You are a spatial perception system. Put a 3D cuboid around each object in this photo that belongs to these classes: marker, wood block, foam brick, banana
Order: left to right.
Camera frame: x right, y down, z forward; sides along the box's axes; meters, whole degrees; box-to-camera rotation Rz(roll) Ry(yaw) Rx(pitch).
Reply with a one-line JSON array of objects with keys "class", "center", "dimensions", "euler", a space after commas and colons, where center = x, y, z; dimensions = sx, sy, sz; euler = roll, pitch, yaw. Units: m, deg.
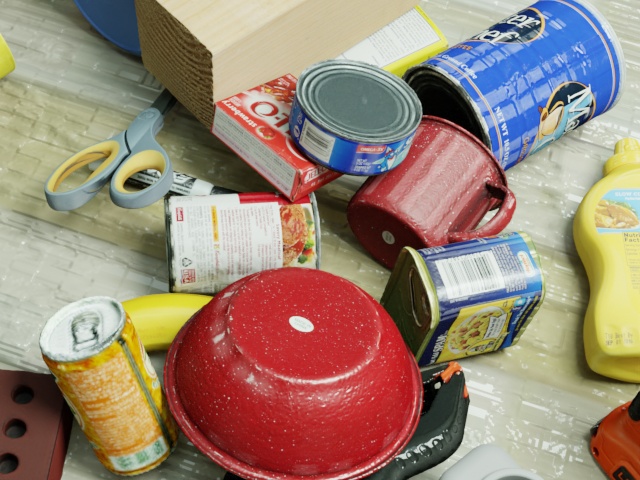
[{"class": "foam brick", "center": [-0.183, 0.124, 0.650], "dimensions": [0.053, 0.051, 0.078], "euler": [6, 57, -4]}, {"class": "marker", "center": [-0.110, -0.043, 0.781], "dimensions": [0.121, 0.020, 0.020], "euler": [18, 58, 5]}, {"class": "banana", "center": [-0.077, 0.070, 0.708], "dimensions": [0.197, 0.037, 0.069], "euler": [2, 80, -3]}, {"class": "wood block", "center": [-0.026, -0.182, 0.784], "dimensions": [0.205, 0.091, 0.090], "euler": [-36, 66, -22]}]

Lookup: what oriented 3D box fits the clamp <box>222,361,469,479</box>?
[{"class": "clamp", "center": [0.036, 0.134, 0.654], "dimensions": [0.171, 0.039, 0.120], "euler": [-30, 37, -22]}]

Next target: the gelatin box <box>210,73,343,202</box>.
[{"class": "gelatin box", "center": [-0.020, -0.074, 0.739], "dimensions": [0.073, 0.030, 0.089], "euler": [-29, 57, -37]}]

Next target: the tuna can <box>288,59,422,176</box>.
[{"class": "tuna can", "center": [0.022, -0.082, 0.713], "dimensions": [0.086, 0.034, 0.086], "euler": [9, 44, -9]}]

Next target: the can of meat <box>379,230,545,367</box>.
[{"class": "can of meat", "center": [0.093, 0.040, 0.706], "dimensions": [0.083, 0.102, 0.057], "euler": [-10, 61, -15]}]

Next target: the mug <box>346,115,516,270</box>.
[{"class": "mug", "center": [0.081, -0.024, 0.746], "dimensions": [0.117, 0.093, 0.081], "euler": [18, 58, 40]}]

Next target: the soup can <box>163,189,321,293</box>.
[{"class": "soup can", "center": [-0.055, 0.001, 0.733], "dimensions": [0.102, 0.068, 0.068], "euler": [-3, 59, -8]}]

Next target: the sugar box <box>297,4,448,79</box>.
[{"class": "sugar box", "center": [0.004, -0.141, 0.842], "dimensions": [0.176, 0.048, 0.093], "euler": [-28, 65, -18]}]

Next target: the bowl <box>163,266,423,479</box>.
[{"class": "bowl", "center": [-0.013, 0.067, 0.642], "dimensions": [0.162, 0.055, 0.162], "euler": [5, 43, -5]}]

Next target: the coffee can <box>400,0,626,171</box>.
[{"class": "coffee can", "center": [0.144, -0.113, 0.807], "dimensions": [0.140, 0.103, 0.103], "euler": [-30, 66, -22]}]

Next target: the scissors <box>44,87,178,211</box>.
[{"class": "scissors", "center": [-0.114, -0.078, 0.773], "dimensions": [0.096, 0.016, 0.201], "euler": [17, 45, 30]}]
